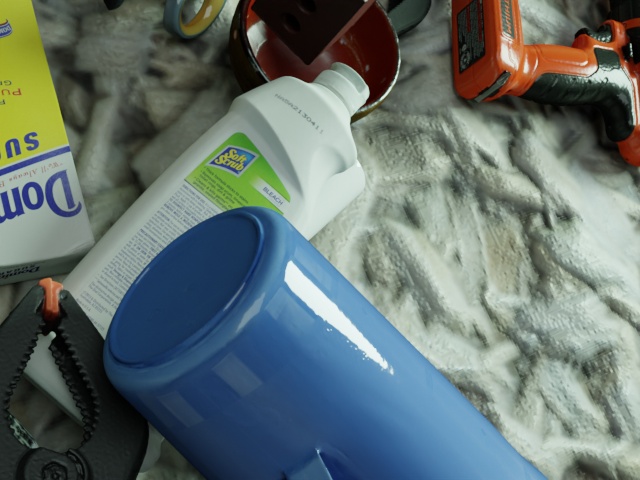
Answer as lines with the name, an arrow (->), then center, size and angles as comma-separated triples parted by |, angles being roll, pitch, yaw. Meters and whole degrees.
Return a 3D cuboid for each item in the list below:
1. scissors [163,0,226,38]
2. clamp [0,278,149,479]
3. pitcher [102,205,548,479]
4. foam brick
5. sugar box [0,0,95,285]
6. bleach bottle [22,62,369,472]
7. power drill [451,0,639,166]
scissors -> -0.050, -0.191, 0.726 | 0.016, 0.096, 0.201 | 25, 26, 21
clamp -> -0.130, 0.115, 0.471 | 0.164, 0.036, 0.210 | 0, 59, -29
pitcher -> 0.011, 0.104, 0.523 | 0.242, 0.149, 0.145 | 48, 58, -29
foam brick -> 0.005, -0.153, 0.635 | 0.053, 0.078, 0.051 | 46, 57, -3
sugar box -> -0.194, -0.063, 0.602 | 0.093, 0.048, 0.176 | -12, 75, -28
bleach bottle -> -0.054, 0.001, 0.597 | 0.102, 0.068, 0.250 | 41, 73, -1
power drill -> 0.192, -0.157, 0.810 | 0.187, 0.057, 0.184 | 9, 67, -22
